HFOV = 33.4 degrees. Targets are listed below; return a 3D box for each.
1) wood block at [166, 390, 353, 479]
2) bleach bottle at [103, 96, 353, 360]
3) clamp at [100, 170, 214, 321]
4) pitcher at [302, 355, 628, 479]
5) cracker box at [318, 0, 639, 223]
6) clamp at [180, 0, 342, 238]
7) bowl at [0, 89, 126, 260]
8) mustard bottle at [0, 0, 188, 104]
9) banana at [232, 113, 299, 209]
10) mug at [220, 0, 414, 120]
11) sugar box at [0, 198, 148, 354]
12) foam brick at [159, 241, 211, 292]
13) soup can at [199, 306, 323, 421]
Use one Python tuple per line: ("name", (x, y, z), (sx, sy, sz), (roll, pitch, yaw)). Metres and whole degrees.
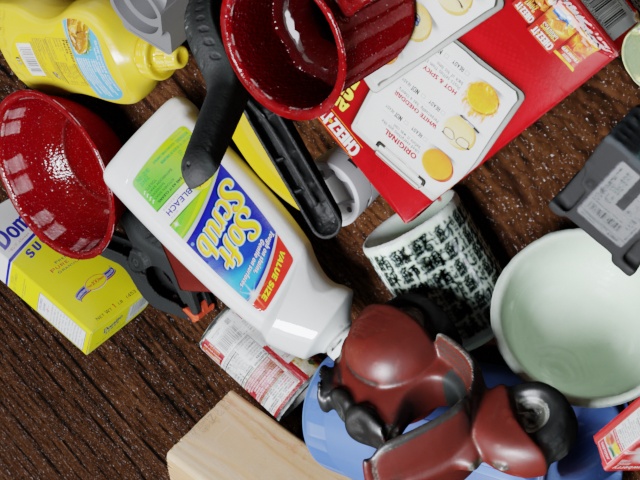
("wood block", (-0.028, 0.238, 0.939), (0.206, 0.090, 0.091), (32, 146, 23))
("bleach bottle", (-0.056, 0.001, 0.861), (0.251, 0.102, 0.068), (42, 178, 12))
("clamp", (-0.176, 0.015, 1.034), (0.171, 0.039, 0.120), (53, 140, 2))
("pitcher", (0.099, 0.149, 0.820), (0.243, 0.144, 0.149), (7, 127, 41))
("cracker box", (0.078, -0.133, 0.678), (0.164, 0.072, 0.214), (51, 140, 2))
("clamp", (-0.057, -0.106, 0.735), (0.036, 0.164, 0.210), (-24, 73, 26))
("bowl", (-0.223, -0.066, 0.963), (0.162, 0.055, 0.162), (21, 127, 31))
("mustard bottle", (-0.187, -0.161, 0.896), (0.192, 0.058, 0.096), (12, 137, 35))
("banana", (-0.046, -0.097, 0.838), (0.070, 0.037, 0.198), (-5, 116, 43))
("mug", (0.009, -0.133, 0.623), (0.117, 0.081, 0.093), (-27, 98, 50))
("sugar box", (-0.264, 0.026, 1.077), (0.176, 0.093, 0.048), (39, 137, 11))
("foam brick", (-0.106, 0.000, 0.951), (0.051, 0.052, 0.078), (0, 120, 41))
("soup can", (-0.052, 0.106, 0.971), (0.102, 0.068, 0.069), (41, 138, 10))
